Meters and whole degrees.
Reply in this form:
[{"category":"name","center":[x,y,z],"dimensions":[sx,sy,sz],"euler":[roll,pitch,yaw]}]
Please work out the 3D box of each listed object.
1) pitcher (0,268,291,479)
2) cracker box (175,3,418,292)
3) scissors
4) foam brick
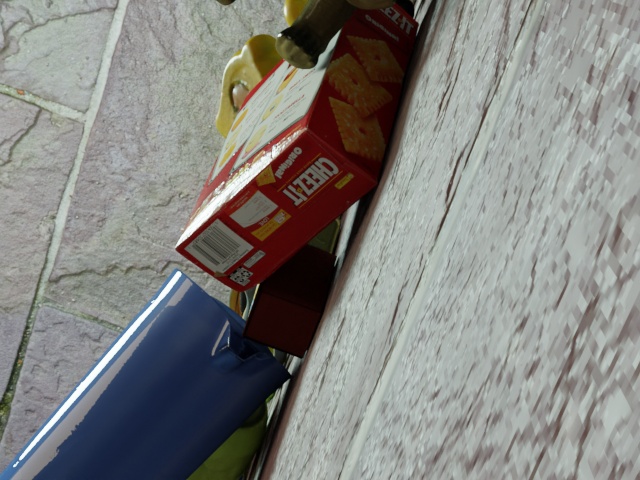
[{"category":"pitcher","center":[-0.152,0.151,0.885],"dimensions":[0.242,0.145,0.149],"euler":[-47,-30,-8]},{"category":"cracker box","center":[-0.012,-0.082,0.816],"dimensions":[0.164,0.072,0.213],"euler":[-39,21,38]},{"category":"scissors","center":[-0.069,0.125,1.063],"dimensions":[0.096,0.016,0.202],"euler":[46,144,37]},{"category":"foam brick","center":[-0.024,0.043,0.835],"dimensions":[0.078,0.051,0.053],"euler":[-73,2,-53]}]
